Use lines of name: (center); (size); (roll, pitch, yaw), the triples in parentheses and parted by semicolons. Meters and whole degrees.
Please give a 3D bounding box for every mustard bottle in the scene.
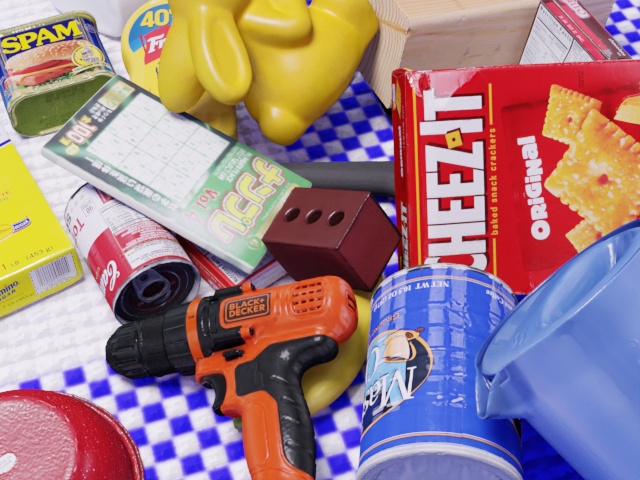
mustard bottle: (-0.122, -0.154, 0.913); (0.096, 0.058, 0.191); (-4, 58, -3)

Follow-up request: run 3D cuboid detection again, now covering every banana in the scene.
banana: (0.008, 0.059, 0.766); (0.070, 0.037, 0.197); (19, 53, 15)

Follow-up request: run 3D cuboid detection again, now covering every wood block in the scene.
wood block: (0.135, -0.189, 0.913); (0.205, 0.090, 0.091); (-13, 49, -23)

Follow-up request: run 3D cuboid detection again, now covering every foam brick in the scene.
foam brick: (0.008, -0.002, 0.759); (0.078, 0.051, 0.053); (5, 56, 44)

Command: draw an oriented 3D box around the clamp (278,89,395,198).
clamp: (0.076, -0.052, 0.857); (0.210, 0.036, 0.164); (34, 57, 24)

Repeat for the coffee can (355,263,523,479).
coffee can: (0.078, 0.100, 0.689); (0.103, 0.103, 0.140); (4, 50, 4)

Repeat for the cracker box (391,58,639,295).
cracker box: (0.163, -0.047, 0.772); (0.213, 0.164, 0.072); (-3, 8, -4)

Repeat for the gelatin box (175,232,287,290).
gelatin box: (-0.055, 0.001, 0.819); (0.089, 0.030, 0.073); (-35, 60, -25)

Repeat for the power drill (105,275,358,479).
power drill: (-0.063, 0.116, 0.688); (0.185, 0.057, 0.187); (-14, 54, 18)

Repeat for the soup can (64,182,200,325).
soup can: (-0.141, 0.006, 0.790); (0.068, 0.068, 0.102); (-24, 54, -18)

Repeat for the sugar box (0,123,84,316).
sugar box: (-0.262, -0.022, 0.828); (0.093, 0.048, 0.176); (-26, 56, -20)

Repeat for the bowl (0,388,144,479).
bowl: (-0.195, 0.152, 0.678); (0.162, 0.055, 0.162); (0, 51, 0)

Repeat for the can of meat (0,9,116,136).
can of meat: (-0.230, -0.143, 0.922); (0.102, 0.057, 0.084); (-19, 56, -14)

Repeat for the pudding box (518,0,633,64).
pudding box: (0.199, -0.128, 0.870); (0.039, 0.114, 0.090); (-10, 50, -22)
